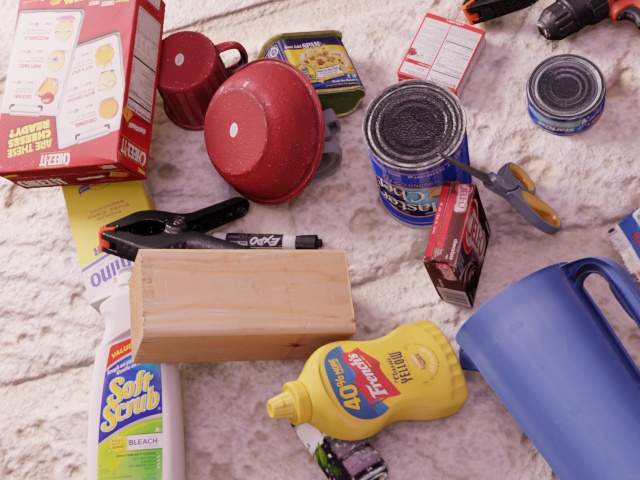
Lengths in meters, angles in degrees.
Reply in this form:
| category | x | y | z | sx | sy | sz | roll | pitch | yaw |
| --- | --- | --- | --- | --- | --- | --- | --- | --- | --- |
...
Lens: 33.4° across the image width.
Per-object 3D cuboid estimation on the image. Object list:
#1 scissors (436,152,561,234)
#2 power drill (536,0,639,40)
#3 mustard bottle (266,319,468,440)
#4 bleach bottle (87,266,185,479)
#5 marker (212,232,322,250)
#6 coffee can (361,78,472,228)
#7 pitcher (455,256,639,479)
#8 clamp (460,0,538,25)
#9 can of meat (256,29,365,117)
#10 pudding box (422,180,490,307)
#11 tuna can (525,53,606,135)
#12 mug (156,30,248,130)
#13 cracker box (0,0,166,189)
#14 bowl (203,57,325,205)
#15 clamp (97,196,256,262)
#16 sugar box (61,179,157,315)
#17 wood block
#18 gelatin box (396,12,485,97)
| category | x | y | z | sx | sy | sz | roll | pitch | yaw |
| --- | --- | --- | --- | --- | --- | --- | --- | --- | --- |
| scissors | 0.173 | -0.067 | 1.068 | 0.016 | 0.201 | 0.096 | -41 | 38 | 24 |
| power drill | 0.356 | -0.230 | 1.157 | 0.184 | 0.057 | 0.188 | -33 | 65 | -4 |
| mustard bottle | 0.039 | 0.139 | 1.019 | 0.191 | 0.058 | 0.096 | -11 | 62 | -23 |
| bleach bottle | -0.193 | 0.151 | 1.080 | 0.102 | 0.068 | 0.251 | -7 | 73 | 1 |
| marker | -0.058 | 0.001 | 1.159 | 0.121 | 0.020 | 0.020 | 1 | 67 | 12 |
| coffee can | 0.103 | -0.086 | 1.099 | 0.103 | 0.140 | 0.103 | -4 | 66 | 9 |
| pitcher | 0.248 | 0.143 | 0.977 | 0.145 | 0.149 | 0.243 | -26 | 68 | -16 |
| clamp | 0.254 | -0.310 | 1.198 | 0.210 | 0.036 | 0.165 | -40 | 37 | -2 |
| can of meat | -0.009 | -0.184 | 1.193 | 0.101 | 0.058 | 0.084 | -10 | 64 | -30 |
| pudding box | 0.138 | 0.005 | 1.068 | 0.039 | 0.113 | 0.090 | 11 | 70 | 19 |
| tuna can | 0.266 | -0.159 | 1.157 | 0.086 | 0.033 | 0.086 | -4 | 67 | 9 |
| mug | -0.137 | -0.191 | 1.222 | 0.117 | 0.081 | 0.093 | -26 | 65 | -1 |
| cracker box | -0.263 | -0.170 | 1.175 | 0.164 | 0.072 | 0.213 | -3 | 74 | 23 |
| bowl | -0.074 | -0.117 | 1.146 | 0.162 | 0.055 | 0.162 | 4 | 97 | 39 |
| clamp | -0.146 | -0.011 | 1.132 | 0.171 | 0.039 | 0.120 | 4 | 28 | -4 |
| sugar box | -0.227 | -0.015 | 1.184 | 0.093 | 0.048 | 0.176 | -21 | 64 | 1 |
| wood block | -0.080 | 0.065 | 1.054 | 0.205 | 0.091 | 0.090 | 1 | 66 | -17 |
| gelatin box | 0.137 | -0.206 | 1.205 | 0.073 | 0.030 | 0.089 | 21 | 73 | 17 |
